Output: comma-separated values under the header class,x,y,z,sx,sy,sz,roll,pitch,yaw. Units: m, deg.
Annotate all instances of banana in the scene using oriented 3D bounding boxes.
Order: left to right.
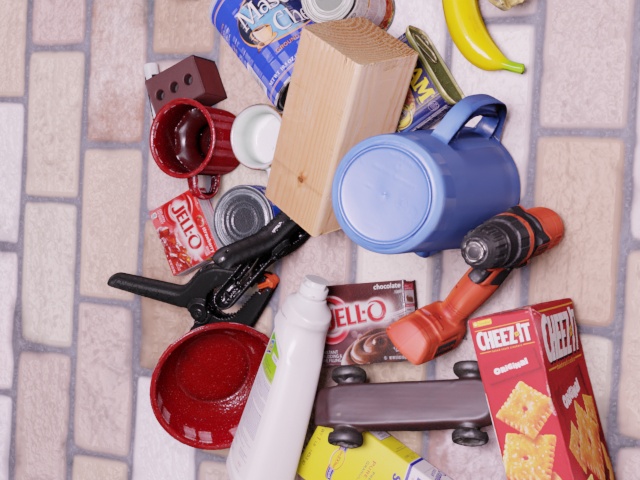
class,x,y,z,sx,sy,sz,roll,pitch,yaw
banana,0.162,-0.261,1.133,0.070,0.037,0.198,-13,85,9

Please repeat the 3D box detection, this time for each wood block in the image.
class,x,y,z,sx,sy,sz,roll,pitch,yaw
wood block,0.018,-0.120,1.128,0.091,0.090,0.206,41,131,32

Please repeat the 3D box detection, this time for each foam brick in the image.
class,x,y,z,sx,sy,sz,roll,pitch,yaw
foam brick,-0.163,-0.182,1.290,0.078,0.051,0.053,-24,79,26

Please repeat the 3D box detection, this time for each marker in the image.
class,x,y,z,sx,sy,sz,roll,pitch,yaw
marker,-0.202,-0.161,1.328,0.020,0.020,0.121,-13,85,27

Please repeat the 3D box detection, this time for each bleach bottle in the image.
class,x,y,z,sx,sy,sz,roll,pitch,yaw
bleach bottle,-0.037,0.161,1.179,0.103,0.068,0.251,-131,55,-63

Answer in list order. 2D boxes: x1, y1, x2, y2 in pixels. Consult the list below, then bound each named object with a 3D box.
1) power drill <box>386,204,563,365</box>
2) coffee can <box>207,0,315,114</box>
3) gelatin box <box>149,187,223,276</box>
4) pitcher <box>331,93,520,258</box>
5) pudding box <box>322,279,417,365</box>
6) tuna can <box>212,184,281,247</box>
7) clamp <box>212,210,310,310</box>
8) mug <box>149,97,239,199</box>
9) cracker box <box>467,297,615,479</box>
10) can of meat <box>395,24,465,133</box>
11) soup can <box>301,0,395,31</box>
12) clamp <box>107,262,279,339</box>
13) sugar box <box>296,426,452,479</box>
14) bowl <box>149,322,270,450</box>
class,x,y,z,sx,sy,sz,roll,pitch,yaw
power drill,0.150,0.044,1.069,0.057,0.184,0.188,51,121,18
coffee can,-0.047,-0.228,1.201,0.103,0.102,0.140,-42,73,21
gelatin box,-0.161,-0.011,1.303,0.073,0.030,0.089,-27,79,25
pitcher,0.108,-0.058,1.044,0.145,0.242,0.149,-14,88,24
pudding box,0.053,0.091,1.189,0.114,0.039,0.090,-7,87,27
tuna can,-0.084,-0.024,1.261,0.086,0.033,0.086,0,91,27
clamp,-0.058,0.001,1.189,0.039,0.120,0.171,44,75,11
mug,-0.140,-0.106,1.261,0.093,0.081,0.117,-9,87,28
cracker box,0.222,0.168,1.033,0.072,0.164,0.214,-15,84,25
can of meat,0.094,-0.166,1.156,0.084,0.057,0.102,-35,75,26
soup can,0.030,-0.258,1.161,0.069,0.102,0.068,0,91,27
clamp,-0.141,0.094,1.284,0.210,0.036,0.164,-16,99,19
sugar box,0.065,0.267,1.182,0.176,0.048,0.093,33,105,24
bowl,-0.121,0.161,1.244,0.162,0.055,0.162,-4,109,-13
